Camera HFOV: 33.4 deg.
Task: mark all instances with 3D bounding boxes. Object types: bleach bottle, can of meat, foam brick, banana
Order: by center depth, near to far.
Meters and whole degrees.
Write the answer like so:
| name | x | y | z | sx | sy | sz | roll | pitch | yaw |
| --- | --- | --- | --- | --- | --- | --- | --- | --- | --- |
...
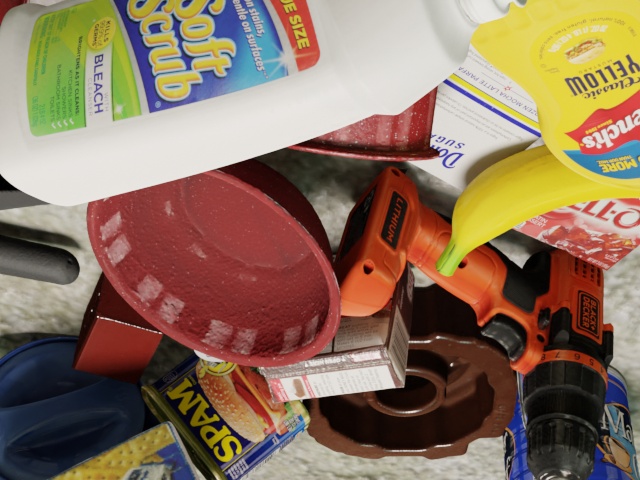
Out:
| name | x | y | z | sx | sy | sz | roll | pitch | yaw |
| --- | --- | --- | --- | --- | --- | --- | --- | --- | --- |
| bleach bottle | -0.033 | -0.087 | 0.469 | 0.251 | 0.102 | 0.068 | -13 | 158 | 29 |
| banana | 0.159 | -0.032 | 0.620 | 0.197 | 0.037 | 0.069 | -12 | 141 | -5 |
| foam brick | -0.146 | 0.061 | 0.785 | 0.051 | 0.053 | 0.078 | 18 | 137 | -15 |
| can of meat | -0.070 | 0.126 | 0.797 | 0.102 | 0.083 | 0.057 | 48 | 161 | 14 |

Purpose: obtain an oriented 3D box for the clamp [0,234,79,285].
| name | x | y | z | sx | sy | sz | roll | pitch | yaw |
| --- | --- | --- | --- | --- | --- | --- | --- | --- | --- |
| clamp | -0.283 | -0.001 | 0.738 | 0.165 | 0.036 | 0.209 | -23 | 132 | 28 |

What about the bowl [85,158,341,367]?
| name | x | y | z | sx | sy | sz | roll | pitch | yaw |
| --- | --- | --- | --- | --- | --- | --- | --- | --- | --- |
| bowl | -0.054 | 0.001 | 0.629 | 0.162 | 0.055 | 0.162 | 16 | 137 | 15 |

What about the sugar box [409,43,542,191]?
| name | x | y | z | sx | sy | sz | roll | pitch | yaw |
| --- | --- | --- | --- | --- | --- | --- | --- | --- | --- |
| sugar box | 0.104 | -0.103 | 0.581 | 0.093 | 0.048 | 0.177 | 26 | 138 | -25 |

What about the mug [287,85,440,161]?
| name | x | y | z | sx | sy | sz | roll | pitch | yaw |
| --- | --- | --- | --- | --- | --- | --- | --- | --- | --- |
| mug | 0.007 | -0.088 | 0.535 | 0.117 | 0.093 | 0.081 | 4 | 102 | -8 |

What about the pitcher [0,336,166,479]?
| name | x | y | z | sx | sy | sz | roll | pitch | yaw |
| --- | --- | --- | --- | --- | --- | --- | --- | --- | --- |
| pitcher | -0.223 | 0.195 | 0.895 | 0.149 | 0.144 | 0.243 | 44 | 148 | 22 |

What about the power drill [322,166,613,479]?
| name | x | y | z | sx | sy | sz | roll | pitch | yaw |
| --- | --- | --- | --- | --- | --- | --- | --- | --- | --- |
| power drill | 0.097 | 0.049 | 0.665 | 0.187 | 0.184 | 0.057 | 29 | 133 | -12 |

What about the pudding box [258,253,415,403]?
| name | x | y | z | sx | sy | sz | roll | pitch | yaw |
| --- | --- | --- | --- | --- | --- | --- | --- | --- | --- |
| pudding box | 0.013 | 0.053 | 0.716 | 0.090 | 0.113 | 0.039 | -11 | 123 | 17 |
